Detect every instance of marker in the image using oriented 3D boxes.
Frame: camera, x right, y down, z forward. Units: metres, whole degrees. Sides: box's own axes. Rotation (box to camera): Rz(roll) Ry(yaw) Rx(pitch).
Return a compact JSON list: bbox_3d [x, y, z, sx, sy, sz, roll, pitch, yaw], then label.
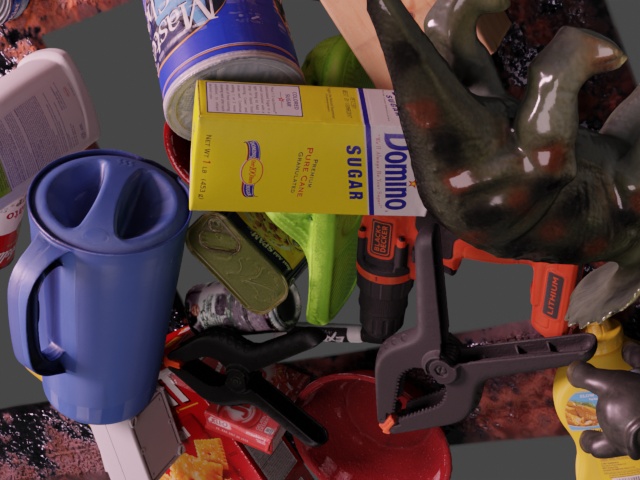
[{"bbox_3d":[0.012,0.087,1.005,0.121,0.020,0.020,0,118,28],"label":"marker"}]

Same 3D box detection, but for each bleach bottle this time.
[{"bbox_3d":[-0.293,-0.076,0.918,0.068,0.250,0.102,-7,115,30],"label":"bleach bottle"}]

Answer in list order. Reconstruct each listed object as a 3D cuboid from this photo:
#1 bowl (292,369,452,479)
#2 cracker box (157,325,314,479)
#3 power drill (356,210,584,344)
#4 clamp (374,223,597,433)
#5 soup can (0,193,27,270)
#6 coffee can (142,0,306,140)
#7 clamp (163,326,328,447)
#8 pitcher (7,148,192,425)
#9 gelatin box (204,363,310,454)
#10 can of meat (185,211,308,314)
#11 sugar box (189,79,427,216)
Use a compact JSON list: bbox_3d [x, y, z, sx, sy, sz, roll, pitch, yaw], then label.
[{"bbox_3d":[0.055,0.179,1.015,0.162,0.055,0.162,13,124,21],"label":"bowl"},{"bbox_3d":[-0.134,0.208,1.122,0.164,0.072,0.213,-25,104,36],"label":"cracker box"},{"bbox_3d":[0.119,0.024,0.883,0.188,0.057,0.184,14,127,17],"label":"power drill"},{"bbox_3d":[0.115,0.099,0.879,0.164,0.036,0.210,31,129,5],"label":"clamp"},{"bbox_3d":[-0.339,-0.026,1.091,0.068,0.068,0.102,31,127,8],"label":"soup can"},{"bbox_3d":[-0.075,-0.156,0.785,0.103,0.102,0.140,-39,55,38],"label":"coffee can"},{"bbox_3d":[-0.064,0.132,0.991,0.172,0.039,0.120,2,106,29],"label":"clamp"},{"bbox_3d":[-0.196,0.055,0.935,0.149,0.145,0.243,-1,133,-16],"label":"pitcher"},{"bbox_3d":[-0.061,0.157,1.040,0.073,0.089,0.030,20,136,16],"label":"gelatin box"},{"bbox_3d":[-0.056,0.001,0.947,0.102,0.083,0.058,46,129,-4],"label":"can of meat"},{"bbox_3d":[-0.002,-0.062,0.750,0.176,0.048,0.093,3,139,-9],"label":"sugar box"}]
